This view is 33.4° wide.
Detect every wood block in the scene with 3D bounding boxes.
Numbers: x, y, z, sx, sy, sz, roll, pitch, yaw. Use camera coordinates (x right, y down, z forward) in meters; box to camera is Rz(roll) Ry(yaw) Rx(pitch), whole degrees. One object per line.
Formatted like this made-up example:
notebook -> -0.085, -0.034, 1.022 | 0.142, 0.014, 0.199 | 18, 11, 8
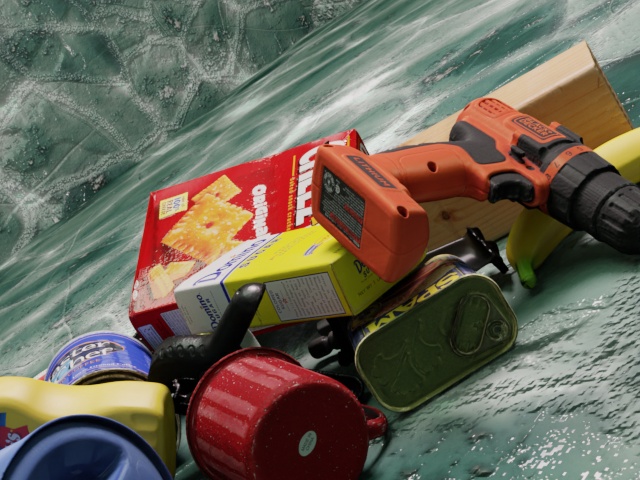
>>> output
wood block -> 0.145, -0.064, 0.862 | 0.206, 0.091, 0.090 | -28, 15, 19

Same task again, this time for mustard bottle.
mustard bottle -> -0.201, 0.142, 0.755 | 0.191, 0.096, 0.058 | 3, 32, 2

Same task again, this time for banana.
banana -> 0.198, -0.033, 0.764 | 0.197, 0.037, 0.070 | -39, 39, -13

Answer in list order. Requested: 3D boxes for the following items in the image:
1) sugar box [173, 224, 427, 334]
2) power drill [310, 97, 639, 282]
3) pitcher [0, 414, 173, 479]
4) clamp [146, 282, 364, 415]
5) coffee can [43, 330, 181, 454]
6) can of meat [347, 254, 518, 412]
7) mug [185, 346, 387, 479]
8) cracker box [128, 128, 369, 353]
sugar box -> -0.019, 0.023, 0.765 | 0.177, 0.048, 0.093 | -9, 19, 45
power drill -> 0.103, -0.029, 0.688 | 0.187, 0.057, 0.185 | -13, 34, -30
pitcher -> -0.201, 0.205, 0.693 | 0.243, 0.149, 0.145 | -26, 30, 39
clamp -> -0.067, 0.083, 0.738 | 0.172, 0.120, 0.039 | -14, 32, 30
coffee can -> -0.173, 0.137, 0.869 | 0.102, 0.103, 0.140 | -36, 14, -8
can of meat -> 0.069, 0.057, 0.700 | 0.102, 0.057, 0.084 | -32, 11, 2
mug -> -0.013, 0.116, 0.648 | 0.117, 0.093, 0.082 | 0, 3, -28
cracker box -> -0.056, 0.001, 0.945 | 0.214, 0.072, 0.164 | -17, 42, 18
